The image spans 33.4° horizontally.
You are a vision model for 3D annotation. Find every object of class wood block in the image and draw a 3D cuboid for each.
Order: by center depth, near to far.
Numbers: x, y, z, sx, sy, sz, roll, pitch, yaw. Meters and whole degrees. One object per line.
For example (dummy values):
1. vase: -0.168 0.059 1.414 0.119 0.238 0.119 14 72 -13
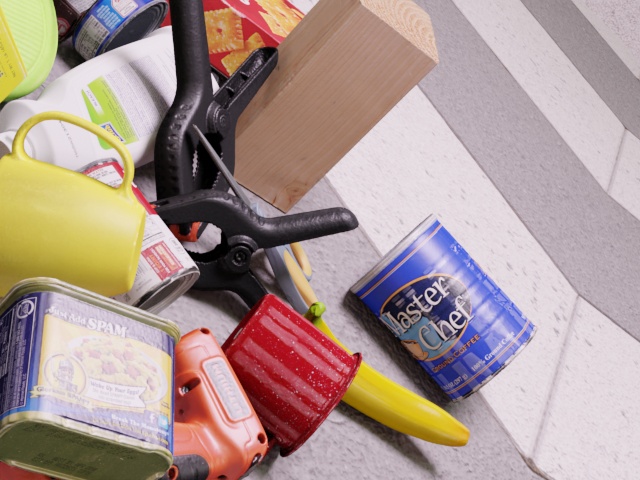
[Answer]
1. wood block: 0.000 -0.135 0.958 0.090 0.206 0.090 32 32 -24

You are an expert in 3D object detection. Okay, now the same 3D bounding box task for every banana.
1. banana: 0.036 0.113 0.844 0.197 0.070 0.037 40 67 -30

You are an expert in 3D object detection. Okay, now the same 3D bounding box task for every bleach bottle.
1. bleach bottle: -0.173 -0.100 0.833 0.102 0.068 0.250 57 31 -2

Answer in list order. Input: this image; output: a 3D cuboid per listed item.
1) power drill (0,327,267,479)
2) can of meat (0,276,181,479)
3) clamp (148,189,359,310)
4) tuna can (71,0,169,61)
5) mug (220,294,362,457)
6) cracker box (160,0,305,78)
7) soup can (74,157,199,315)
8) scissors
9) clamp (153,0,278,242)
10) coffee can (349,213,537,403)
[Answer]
1. power drill: -0.132 0.101 0.646 0.187 0.057 0.184 -5 61 -51
2. can of meat: -0.125 0.079 0.568 0.102 0.058 0.084 24 43 -32
3. clamp: -0.055 0.001 0.820 0.171 0.120 0.039 29 2 -25
4. tuna can: -0.173 -0.186 0.920 0.034 0.086 0.086 45 29 1
5. mug: -0.037 0.101 0.752 0.081 0.093 0.117 39 66 -4
6. cracker box: -0.082 -0.226 1.086 0.213 0.072 0.164 37 22 -17
7. soup can: -0.140 0.002 0.745 0.102 0.069 0.068 52 29 9
8. scissors: -0.049 -0.021 0.880 0.201 0.016 0.096 62 12 -18
9. clamp: -0.096 -0.104 0.849 0.164 0.036 0.210 46 54 -57
10. coffee can: 0.110 0.061 0.965 0.140 0.103 0.102 48 29 2
